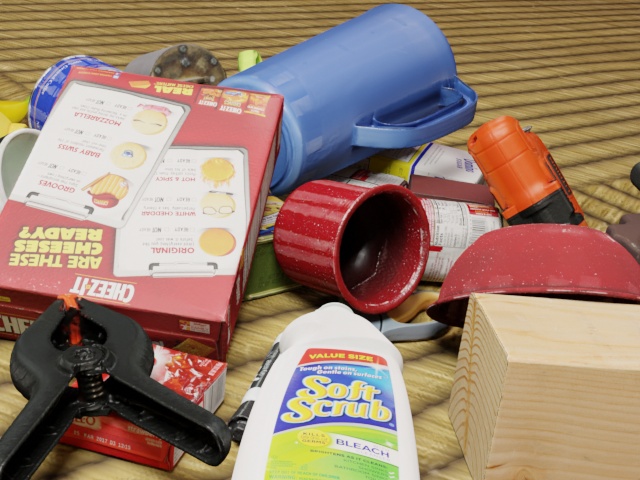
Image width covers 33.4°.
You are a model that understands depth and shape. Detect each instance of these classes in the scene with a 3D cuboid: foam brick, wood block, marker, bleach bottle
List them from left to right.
[{"bbox_3d":[-0.034,0.091,0.672,0.020,0.020,0.121,12,23,9],"label":"marker"},{"bbox_3d":[0.000,0.102,0.589,0.102,0.068,0.251,10,23,-4],"label":"bleach bottle"},{"bbox_3d":[0.113,-0.023,0.950,0.078,0.053,0.051,10,22,3],"label":"foam brick"},{"bbox_3d":[0.193,0.096,0.646,0.206,0.091,0.090,4,22,-8],"label":"wood block"}]

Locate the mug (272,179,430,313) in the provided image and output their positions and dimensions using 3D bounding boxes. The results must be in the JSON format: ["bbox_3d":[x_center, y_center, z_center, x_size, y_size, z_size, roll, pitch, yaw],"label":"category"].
[{"bbox_3d":[0.028,0.003,0.785,0.117,0.093,0.082,21,-4,-41],"label":"mug"}]

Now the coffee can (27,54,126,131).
[{"bbox_3d":[-0.187,-0.103,0.975,0.102,0.103,0.140,-14,31,-42],"label":"coffee can"}]

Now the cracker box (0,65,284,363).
[{"bbox_3d":[-0.124,-0.021,0.744,0.164,0.072,0.213,9,50,3],"label":"cracker box"}]

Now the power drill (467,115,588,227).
[{"bbox_3d":[0.189,-0.023,0.894,0.057,0.184,0.187,-30,2,12],"label":"power drill"}]

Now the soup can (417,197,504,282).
[{"bbox_3d":[0.092,-0.001,0.871,0.102,0.068,0.068,6,23,-7],"label":"soup can"}]

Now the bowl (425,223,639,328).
[{"bbox_3d":[0.154,0.026,0.737,0.162,0.055,0.162,3,-14,0],"label":"bowl"}]

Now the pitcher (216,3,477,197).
[{"bbox_3d":[0.019,-0.122,0.960,0.149,0.145,0.242,-28,3,44],"label":"pitcher"}]

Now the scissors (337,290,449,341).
[{"bbox_3d":[0.017,0.063,0.762,0.096,0.016,0.201,25,28,38],"label":"scissors"}]

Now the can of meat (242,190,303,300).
[{"bbox_3d":[-0.055,0.001,0.833,0.101,0.057,0.084,-13,33,-39],"label":"can of meat"}]

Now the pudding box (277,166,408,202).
[{"bbox_3d":[0.014,-0.039,0.974,0.114,0.039,0.089,13,25,19],"label":"pudding box"}]

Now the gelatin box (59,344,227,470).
[{"bbox_3d":[-0.104,0.094,0.629,0.073,0.030,0.089,13,23,12],"label":"gelatin box"}]

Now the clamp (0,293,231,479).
[{"bbox_3d":[-0.114,0.078,0.575,0.120,0.039,0.171,2,27,-12],"label":"clamp"}]

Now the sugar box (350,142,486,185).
[{"bbox_3d":[0.076,-0.074,1.072,0.176,0.048,0.093,18,25,13],"label":"sugar box"}]
